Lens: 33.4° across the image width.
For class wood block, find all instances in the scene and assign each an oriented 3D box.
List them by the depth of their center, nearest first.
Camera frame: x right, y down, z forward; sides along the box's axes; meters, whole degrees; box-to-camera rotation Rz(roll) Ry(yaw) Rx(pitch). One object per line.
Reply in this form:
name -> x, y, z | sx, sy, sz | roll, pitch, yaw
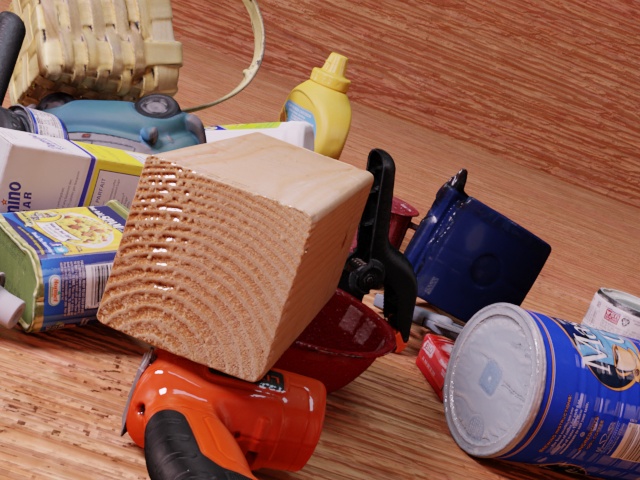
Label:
wood block -> -0.037, -0.001, 0.609 | 0.090, 0.091, 0.206 | 20, 12, 7

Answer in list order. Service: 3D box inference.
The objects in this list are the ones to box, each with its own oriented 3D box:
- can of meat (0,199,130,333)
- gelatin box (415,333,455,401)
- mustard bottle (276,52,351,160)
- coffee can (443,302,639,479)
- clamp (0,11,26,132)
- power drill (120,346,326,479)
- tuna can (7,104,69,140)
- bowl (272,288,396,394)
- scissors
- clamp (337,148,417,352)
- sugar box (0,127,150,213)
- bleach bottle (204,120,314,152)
can of meat -> -0.153, 0.015, 0.662 | 0.083, 0.057, 0.102 | -6, 22, -33
gelatin box -> 0.125, 0.107, 0.823 | 0.089, 0.030, 0.073 | 18, 13, -14
mustard bottle -> -0.015, -0.100, 1.094 | 0.058, 0.192, 0.096 | 13, 15, -33
coffee can -> 0.170, 0.107, 0.730 | 0.140, 0.103, 0.103 | 15, 14, -25
clamp -> -0.277, -0.073, 0.796 | 0.036, 0.164, 0.210 | 51, 9, -47
power drill -> -0.016, 0.119, 0.482 | 0.184, 0.057, 0.188 | 17, 13, -17
tuna can -> -0.228, -0.060, 0.826 | 0.033, 0.086, 0.086 | 12, 15, -40
bowl -> -0.034, 0.060, 0.705 | 0.162, 0.055, 0.162 | 20, 12, -5
scissors -> 0.110, 0.074, 0.877 | 0.096, 0.016, 0.202 | 24, -3, -25
clamp -> 0.035, 0.014, 0.824 | 0.171, 0.120, 0.039 | 53, 1, -37
sugar box -> -0.161, -0.019, 0.748 | 0.175, 0.093, 0.048 | 9, 16, -44
bleach bottle -> -0.134, -0.076, 0.976 | 0.251, 0.068, 0.102 | 1, 9, 6
